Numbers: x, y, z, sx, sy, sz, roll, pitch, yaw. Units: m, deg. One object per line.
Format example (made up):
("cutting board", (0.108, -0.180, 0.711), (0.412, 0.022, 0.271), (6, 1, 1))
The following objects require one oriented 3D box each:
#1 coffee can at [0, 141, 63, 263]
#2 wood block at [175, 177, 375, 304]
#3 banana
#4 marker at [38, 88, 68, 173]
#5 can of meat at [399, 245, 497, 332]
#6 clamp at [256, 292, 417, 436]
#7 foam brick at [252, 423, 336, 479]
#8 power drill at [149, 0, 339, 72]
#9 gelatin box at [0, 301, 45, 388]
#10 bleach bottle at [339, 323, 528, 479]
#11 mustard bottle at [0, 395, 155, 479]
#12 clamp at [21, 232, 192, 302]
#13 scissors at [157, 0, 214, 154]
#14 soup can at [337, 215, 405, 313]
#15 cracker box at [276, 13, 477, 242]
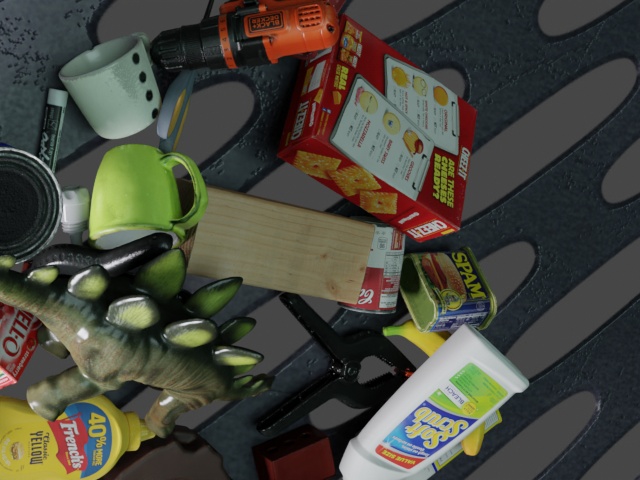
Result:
("coffee can", (-0.301, -0.040, 0.963), (0.102, 0.140, 0.103), (-6, 103, -28))
("wood block", (-0.057, 0.001, 1.135), (0.205, 0.091, 0.090), (12, 94, -30))
("banana", (0.151, 0.162, 1.274), (0.069, 0.037, 0.198), (-35, 100, -2))
("marker", (-0.266, -0.088, 1.044), (0.020, 0.020, 0.121), (7, 96, -30))
("can of meat", (0.146, 0.058, 1.256), (0.083, 0.102, 0.058), (-4, 142, -25))
("clamp", (0.020, 0.157, 1.239), (0.209, 0.036, 0.164), (16, 91, -33))
("foam brick", (-0.031, 0.253, 1.222), (0.078, 0.053, 0.051), (-20, 109, -26))
("power drill", (-0.081, -0.257, 1.038), (0.184, 0.057, 0.187), (-8, 75, 5))
("gelatin box", (-0.305, 0.085, 1.022), (0.073, 0.030, 0.089), (51, 33, -25))
("bleach bottle", (0.116, 0.216, 1.226), (0.102, 0.068, 0.251), (42, 95, -19))
("mustard bottle", (-0.260, 0.200, 1.081), (0.191, 0.058, 0.096), (-1, 95, -29))
("clamp", (-0.209, 0.027, 1.032), (0.171, 0.039, 0.120), (4, 139, -1))
("scissors", (-0.131, -0.180, 1.067), (0.016, 0.096, 0.202), (16, 95, 0))
("soup can", (0.059, 0.027, 1.218), (0.068, 0.069, 0.102), (3, 98, -30))
("cracker box", (0.066, -0.118, 1.162), (0.213, 0.072, 0.164), (30, 58, -30))
